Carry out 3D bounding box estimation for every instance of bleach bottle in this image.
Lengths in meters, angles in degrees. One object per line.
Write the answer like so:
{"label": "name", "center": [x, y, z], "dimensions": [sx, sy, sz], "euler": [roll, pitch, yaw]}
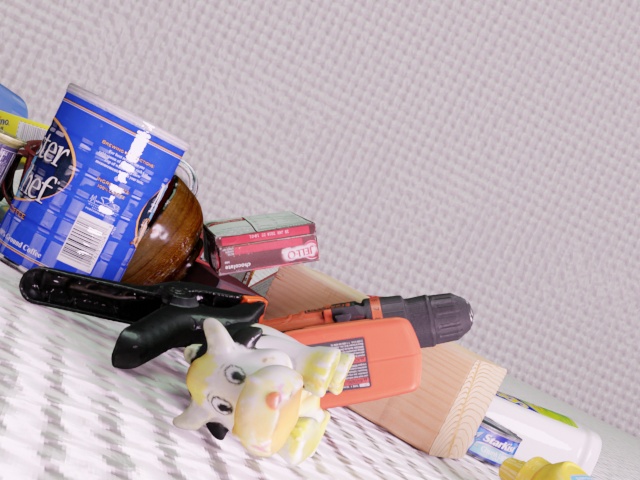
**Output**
{"label": "bleach bottle", "center": [0.162, 0.179, 1.123], "dimensions": [0.250, 0.068, 0.102], "euler": [24, 1, -8]}

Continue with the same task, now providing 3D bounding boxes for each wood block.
{"label": "wood block", "center": [0.046, 0.104, 0.954], "dimensions": [0.206, 0.091, 0.090], "euler": [27, 1, 30]}

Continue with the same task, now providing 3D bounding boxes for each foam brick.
{"label": "foam brick", "center": [-0.092, 0.056, 0.945], "dimensions": [0.053, 0.051, 0.078], "euler": [25, 1, -28]}

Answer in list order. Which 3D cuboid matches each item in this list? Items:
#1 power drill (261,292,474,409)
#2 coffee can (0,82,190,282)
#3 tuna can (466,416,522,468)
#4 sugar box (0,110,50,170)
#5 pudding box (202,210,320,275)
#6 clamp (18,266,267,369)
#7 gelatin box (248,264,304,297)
{"label": "power drill", "center": [0.032, 0.078, 0.803], "dimensions": [0.184, 0.057, 0.187], "euler": [-11, 1, 2]}
{"label": "coffee can", "center": [-0.177, -0.036, 0.822], "dimensions": [0.103, 0.140, 0.103], "euler": [27, 1, 0]}
{"label": "tuna can", "center": [0.151, 0.188, 1.038], "dimensions": [0.086, 0.034, 0.086], "euler": [27, 0, 0]}
{"label": "sugar box", "center": [-0.345, -0.099, 1.056], "dimensions": [0.093, 0.048, 0.177], "euler": [18, -10, -39]}
{"label": "pudding box", "center": [-0.056, 0.001, 0.955], "dimensions": [0.090, 0.039, 0.113], "euler": [-7, 10, -12]}
{"label": "clamp", "center": [-0.109, 0.046, 0.704], "dimensions": [0.120, 0.039, 0.171], "euler": [31, 14, 30]}
{"label": "gelatin box", "center": [-0.054, 0.055, 1.114], "dimensions": [0.030, 0.089, 0.073], "euler": [62, 5, 5]}
